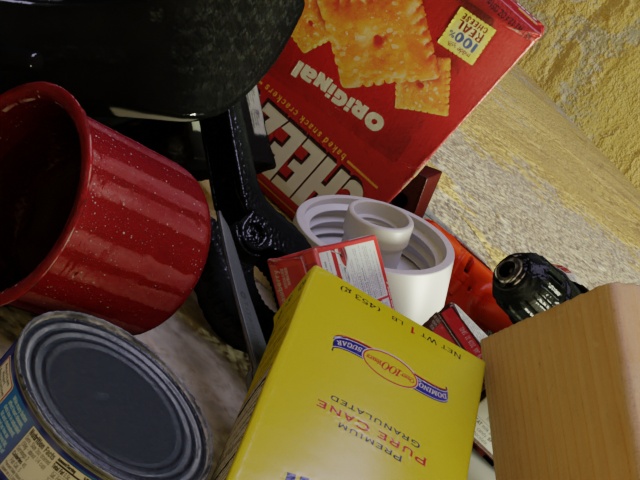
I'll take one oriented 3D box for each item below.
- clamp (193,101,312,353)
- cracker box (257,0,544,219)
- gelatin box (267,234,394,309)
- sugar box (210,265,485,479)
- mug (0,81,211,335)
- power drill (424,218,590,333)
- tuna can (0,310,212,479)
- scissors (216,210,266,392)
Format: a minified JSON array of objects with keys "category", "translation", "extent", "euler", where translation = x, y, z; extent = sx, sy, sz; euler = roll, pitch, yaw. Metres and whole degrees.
[{"category":"clamp","translation":[-0.054,0.001,0.549],"extent":[0.120,0.039,0.171],"euler":[-32,96,-39]},{"category":"cracker box","translation":[0.024,-0.121,0.749],"extent":[0.164,0.214,0.072],"euler":[42,20,0]},{"category":"gelatin box","translation":[0.010,0.038,0.545],"extent":[0.089,0.030,0.073],"euler":[-12,87,-67]},{"category":"sugar box","translation":[0.008,0.093,0.412],"extent":[0.093,0.048,0.176],"euler":[29,35,-6]},{"category":"mug","translation":[-0.109,-0.009,0.450],"extent":[0.117,0.093,0.081],"euler":[11,-10,38]},{"category":"power drill","translation":[0.129,0.045,0.724],"extent":[0.184,0.057,0.188],"euler":[42,-7,-36]},{"category":"tuna can","translation":[-0.083,0.068,0.392],"extent":[0.086,0.034,0.086],"euler":[37,19,-16]},{"category":"scissors","translation":[-0.011,0.080,0.485],"extent":[0.096,0.016,0.202],"euler":[38,30,-37]}]
